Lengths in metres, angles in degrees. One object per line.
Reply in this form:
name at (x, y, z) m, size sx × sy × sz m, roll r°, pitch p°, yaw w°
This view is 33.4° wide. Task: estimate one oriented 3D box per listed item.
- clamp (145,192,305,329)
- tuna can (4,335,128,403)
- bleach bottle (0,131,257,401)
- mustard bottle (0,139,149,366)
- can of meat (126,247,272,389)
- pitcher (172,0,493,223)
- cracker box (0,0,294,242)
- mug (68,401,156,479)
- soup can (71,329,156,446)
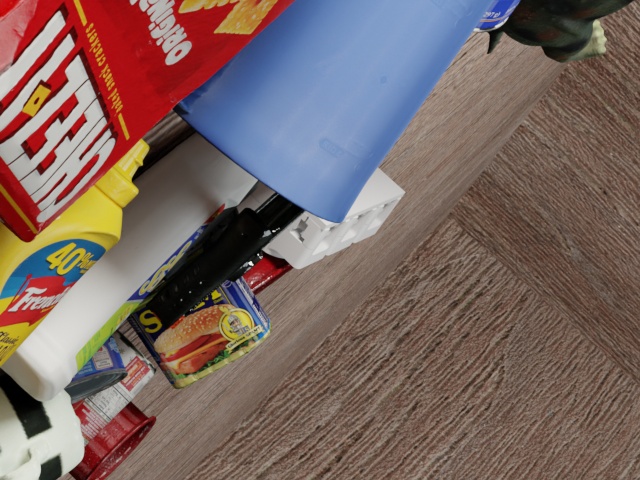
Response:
clamp at (-0.055, 0.001, 0.770) m, size 0.210 × 0.036 × 0.164 m, roll -40°, pitch -179°, yaw 44°
tuna can at (-0.189, 0.100, 0.794) m, size 0.086 × 0.034 × 0.086 m, roll -22°, pitch 169°, yaw -5°
bleach bottle at (-0.109, -0.010, 0.692) m, size 0.250 × 0.068 × 0.103 m, roll -47°, pitch 178°, yaw -23°
mustard bottle at (-0.160, 0.015, 0.550) m, size 0.191 × 0.058 × 0.096 m, roll -48°, pitch 168°, yaw -3°
can of meat at (-0.101, 0.062, 0.875) m, size 0.102 × 0.084 × 0.057 m, roll -29°, pitch -163°, yaw 8°
pitcher at (0.022, -0.142, 0.565) m, size 0.243 × 0.145 × 0.149 m, roll -53°, pitch -176°, yaw 10°
cracker box at (-0.065, -0.109, 0.391) m, size 0.213 × 0.072 × 0.164 m, roll -45°, pitch 172°, yaw -12°
mug at (-0.205, 0.164, 0.965) m, size 0.093 × 0.081 × 0.117 m, roll -49°, pitch 172°, yaw 12°
soup can at (-0.192, 0.120, 0.870) m, size 0.102 × 0.068 × 0.068 m, roll -46°, pitch 172°, yaw -14°
